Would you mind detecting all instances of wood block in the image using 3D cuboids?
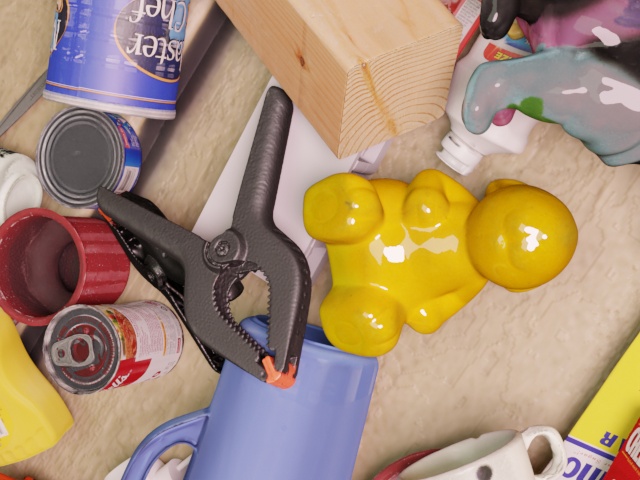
[{"bbox_3d":[-0.002,-0.168,0.744,0.090,0.091,0.206,-24,60,-20],"label":"wood block"}]

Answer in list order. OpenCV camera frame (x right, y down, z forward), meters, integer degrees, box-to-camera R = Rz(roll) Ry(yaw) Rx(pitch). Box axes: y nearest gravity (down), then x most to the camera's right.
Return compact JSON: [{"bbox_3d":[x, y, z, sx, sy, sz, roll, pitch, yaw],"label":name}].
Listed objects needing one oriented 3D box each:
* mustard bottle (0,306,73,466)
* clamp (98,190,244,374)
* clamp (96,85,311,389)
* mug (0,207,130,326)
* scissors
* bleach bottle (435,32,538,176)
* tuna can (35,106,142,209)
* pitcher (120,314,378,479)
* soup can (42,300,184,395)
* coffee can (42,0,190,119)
[{"bbox_3d":[-0.288,0.092,0.878,0.096,0.058,0.191,-19,107,29],"label":"mustard bottle"},{"bbox_3d":[-0.113,0.018,0.828,0.171,0.039,0.120,47,146,16],"label":"clamp"},{"bbox_3d":[-0.055,0.001,0.741,0.165,0.036,0.210,-35,64,10],"label":"clamp"},{"bbox_3d":[-0.220,0.022,0.875,0.117,0.081,0.093,-4,88,21],"label":"mug"},{"bbox_3d":[-0.202,-0.145,0.904,0.096,0.016,0.202,37,103,18],"label":"scissors"},{"bbox_3d":[0.174,-0.145,0.732,0.103,0.068,0.251,42,107,16],"label":"bleach bottle"},{"bbox_3d":[-0.193,-0.069,0.891,0.086,0.033,0.086,0,90,22],"label":"tuna can"},{"bbox_3d":[-0.051,0.180,0.781,0.145,0.149,0.243,18,93,36],"label":"pitcher"},{"bbox_3d":[-0.160,0.082,0.840,0.069,0.102,0.068,0,90,21],"label":"soup can"},{"bbox_3d":[-0.153,-0.171,0.821,0.103,0.102,0.140,13,99,21],"label":"coffee can"}]
